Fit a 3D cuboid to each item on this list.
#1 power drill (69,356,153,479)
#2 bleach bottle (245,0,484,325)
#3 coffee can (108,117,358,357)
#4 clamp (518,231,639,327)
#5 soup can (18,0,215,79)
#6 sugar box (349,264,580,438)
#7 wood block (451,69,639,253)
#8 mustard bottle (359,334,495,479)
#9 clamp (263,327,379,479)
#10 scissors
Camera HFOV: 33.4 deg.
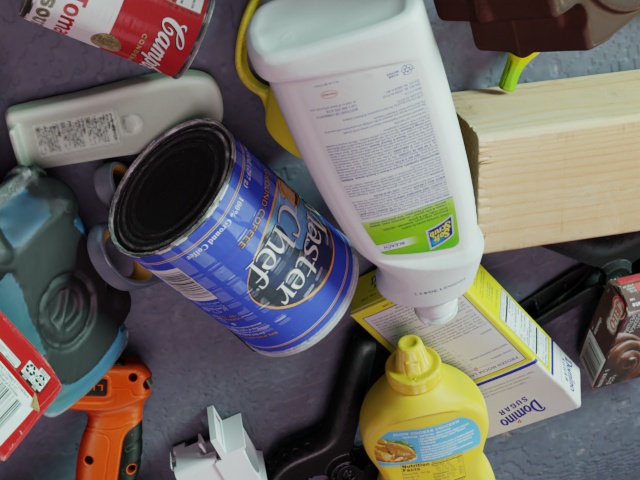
[{"bbox_3d":[-0.193,0.178,0.773,0.184,0.057,0.188,1,95,-13],"label":"power drill"},{"bbox_3d":[0.040,-0.037,0.656,0.102,0.068,0.251,-14,133,8],"label":"bleach bottle"},{"bbox_3d":[-0.055,0.001,0.705,0.103,0.103,0.140,-40,131,9],"label":"coffee can"},{"bbox_3d":[0.216,0.012,0.821,0.171,0.039,0.120,-17,139,-7],"label":"clamp"},{"bbox_3d":[-0.122,-0.147,0.646,0.102,0.068,0.069,19,112,-22],"label":"soup can"},{"bbox_3d":[0.114,0.078,0.816,0.093,0.048,0.176,-26,126,32],"label":"sugar box"},{"bbox_3d":[0.195,-0.061,0.752,0.206,0.090,0.091,-8,118,-8],"label":"wood block"},{"bbox_3d":[0.080,0.147,0.809,0.096,0.058,0.191,-11,126,3],"label":"mustard bottle"},{"bbox_3d":[0.028,0.181,0.873,0.164,0.036,0.210,33,106,-28],"label":"clamp"},{"bbox_3d":[-0.101,0.036,0.742,0.016,0.096,0.201,-17,121,25],"label":"scissors"}]
